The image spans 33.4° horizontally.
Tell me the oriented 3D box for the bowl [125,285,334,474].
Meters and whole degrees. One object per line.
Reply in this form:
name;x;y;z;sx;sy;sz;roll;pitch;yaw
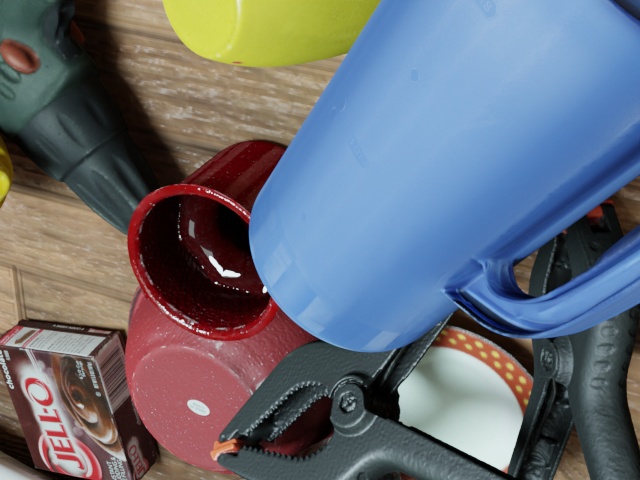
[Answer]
bowl;-0.065;0.091;0.670;0.162;0.055;0.162;12;121;20

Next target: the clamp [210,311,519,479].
clamp;0.030;0.096;0.561;0.210;0.164;0.036;-30;143;26

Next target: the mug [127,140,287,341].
mug;-0.054;0.001;0.596;0.117;0.081;0.093;-33;99;36

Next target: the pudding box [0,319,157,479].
pudding box;-0.170;0.114;0.744;0.090;0.039;0.113;3;118;26

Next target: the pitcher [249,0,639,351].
pitcher;0.067;-0.041;0.439;0.145;0.149;0.243;36;137;-5
